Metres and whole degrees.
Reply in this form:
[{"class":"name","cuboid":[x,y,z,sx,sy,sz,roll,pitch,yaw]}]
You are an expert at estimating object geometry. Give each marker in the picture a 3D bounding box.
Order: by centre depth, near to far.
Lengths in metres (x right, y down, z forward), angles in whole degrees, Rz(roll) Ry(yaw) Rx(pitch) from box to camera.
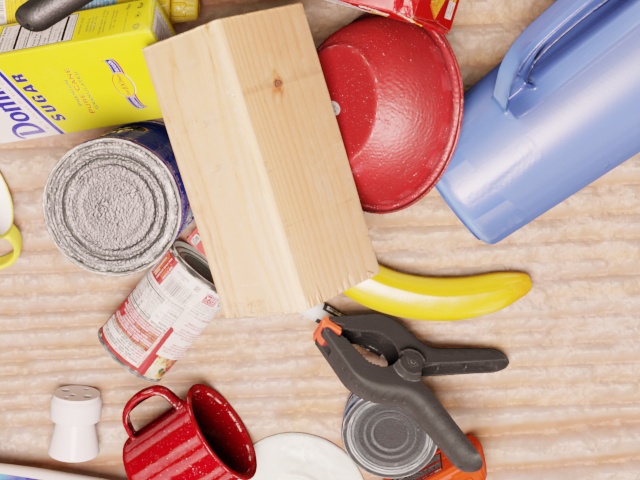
[{"class":"marker","cuboid":[0.038,0.084,0.918,0.121,0.020,0.020,30,101,-4]}]

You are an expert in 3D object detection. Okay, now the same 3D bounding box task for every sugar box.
[{"class":"sugar box","cuboid":[-0.194,-0.130,0.834,0.176,0.048,0.093,-10,141,14]}]

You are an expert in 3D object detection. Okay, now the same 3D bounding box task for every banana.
[{"class":"banana","cuboid":[0.076,0.033,0.897,0.198,0.037,0.070,18,102,-2]}]

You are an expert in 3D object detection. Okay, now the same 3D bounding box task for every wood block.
[{"class":"wood block","cuboid":[-0.041,-0.056,0.778,0.090,0.090,0.206,-8,101,45]}]

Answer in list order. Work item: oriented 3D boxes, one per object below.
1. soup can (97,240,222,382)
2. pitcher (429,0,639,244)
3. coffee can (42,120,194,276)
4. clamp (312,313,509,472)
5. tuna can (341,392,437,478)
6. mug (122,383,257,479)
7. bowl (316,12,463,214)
[{"class":"soup can","cuboid":[-0.129,0.059,0.895,0.068,0.068,0.102,39,100,-6]},{"class":"pitcher","cuboid":[0.190,-0.111,0.814,0.243,0.145,0.149,-37,101,12]},{"class":"coffee can","cuboid":[-0.149,-0.037,0.839,0.103,0.140,0.103,0,102,2]},{"class":"clamp","cuboid":[0.073,0.118,0.876,0.171,0.120,0.039,18,135,-6]},{"class":"tuna can","cuboid":[0.061,0.161,0.921,0.086,0.033,0.086,2,107,6]},{"class":"mug","cuboid":[-0.121,0.174,0.906,0.081,0.093,0.117,-35,109,13]},{"class":"bowl","cuboid":[0.030,-0.101,0.814,0.162,0.055,0.162,1,92,47]}]
